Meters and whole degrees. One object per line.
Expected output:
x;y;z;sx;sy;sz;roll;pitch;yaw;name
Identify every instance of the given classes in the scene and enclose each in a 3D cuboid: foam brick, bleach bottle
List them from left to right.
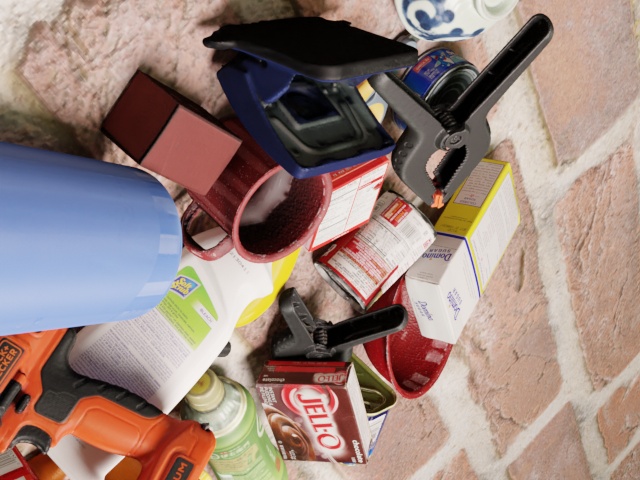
-0.120;0.078;0.847;0.250;0.102;0.068;-41;-177;-14;bleach bottle
-0.104;-0.075;0.756;0.051;0.053;0.078;-55;147;6;foam brick

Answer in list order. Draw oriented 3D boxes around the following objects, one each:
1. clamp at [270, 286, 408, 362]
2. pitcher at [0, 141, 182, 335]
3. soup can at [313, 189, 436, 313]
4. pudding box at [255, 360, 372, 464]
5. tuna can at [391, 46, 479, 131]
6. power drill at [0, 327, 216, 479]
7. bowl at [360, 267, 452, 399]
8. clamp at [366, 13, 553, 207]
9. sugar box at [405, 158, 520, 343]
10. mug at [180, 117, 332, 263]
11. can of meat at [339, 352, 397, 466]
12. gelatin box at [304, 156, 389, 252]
0.010;0.093;1.007;0.172;0.120;0.039;111;-12;-62;clamp
-0.209;0.003;0.655;0.242;0.149;0.145;3;103;-55;pitcher
0.053;0.010;1.013;0.102;0.069;0.068;-45;147;-9;soup can
-0.004;0.165;1.026;0.039;0.090;0.113;-70;152;-45;pudding box
0.106;-0.130;0.970;0.086;0.034;0.086;-31;142;-28;tuna can
-0.182;0.147;0.744;0.184;0.187;0.057;-60;-169;-24;power drill
0.087;0.080;1.105;0.161;0.055;0.162;-22;117;-54;bowl
0.118;-0.105;0.923;0.164;0.036;0.210;-20;147;-9;clamp
0.147;0.008;1.085;0.176;0.048;0.093;-53;141;-31;sugar box
-0.060;-0.034;0.819;0.117;0.082;0.093;-45;144;-5;mug
0.022;0.172;1.107;0.057;0.102;0.084;-18;137;-41;can of meat
0.017;-0.039;0.945;0.073;0.030;0.089;-28;153;-31;gelatin box
